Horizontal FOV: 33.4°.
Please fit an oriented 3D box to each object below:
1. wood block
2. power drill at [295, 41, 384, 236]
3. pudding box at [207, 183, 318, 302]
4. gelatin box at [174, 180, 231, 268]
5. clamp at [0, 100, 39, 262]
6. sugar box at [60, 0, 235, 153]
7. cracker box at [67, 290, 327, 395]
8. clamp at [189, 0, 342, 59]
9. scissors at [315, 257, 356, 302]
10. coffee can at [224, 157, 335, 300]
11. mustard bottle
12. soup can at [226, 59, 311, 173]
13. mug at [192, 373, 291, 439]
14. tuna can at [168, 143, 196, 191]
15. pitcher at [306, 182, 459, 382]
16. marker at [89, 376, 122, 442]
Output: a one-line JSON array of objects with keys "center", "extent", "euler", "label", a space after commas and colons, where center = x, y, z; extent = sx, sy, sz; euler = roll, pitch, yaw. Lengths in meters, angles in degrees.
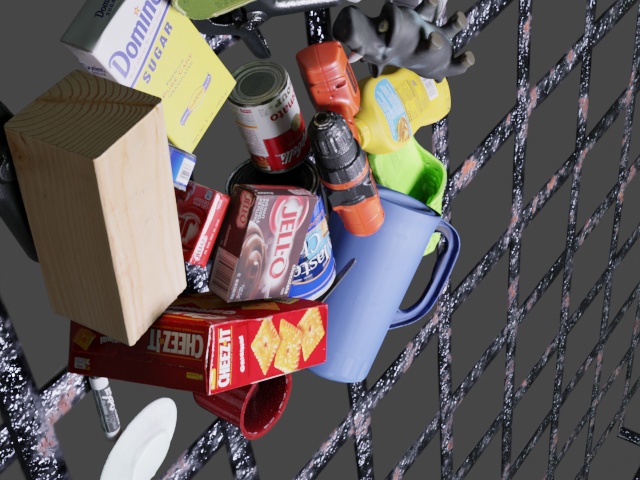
[{"center": [-0.180, -0.024, 0.885], "extent": [0.090, 0.091, 0.206], "euler": [-51, 152, -39], "label": "wood block"}, {"center": [0.016, -0.120, 1.130], "extent": [0.184, 0.057, 0.187], "euler": [67, 12, -53], "label": "power drill"}, {"center": [-0.057, 0.001, 1.045], "extent": [0.089, 0.039, 0.113], "euler": [-2, 116, -49], "label": "pudding box"}, {"center": [-0.137, -0.023, 1.016], "extent": [0.030, 0.089, 0.073], "euler": [21, 91, -60], "label": "gelatin box"}, {"center": [-0.251, -0.074, 0.848], "extent": [0.209, 0.036, 0.164], "euler": [25, 86, -65], "label": "clamp"}, {"center": [-0.148, -0.159, 0.951], "extent": [0.093, 0.048, 0.176], "euler": [-60, 151, -13], "label": "sugar box"}, {"center": [-0.113, 0.093, 1.044], "extent": [0.213, 0.164, 0.072], "euler": [-2, 95, -61], "label": "cracker box"}, {"center": [-0.059, -0.222, 1.008], "extent": [0.120, 0.039, 0.171], "euler": [-34, 162, 26], "label": "clamp"}, {"center": [-0.013, 0.077, 1.265], "extent": [0.202, 0.016, 0.096], "euler": [-55, -166, 23], "label": "scissors"}, {"center": [-0.042, -0.012, 1.167], "extent": [0.102, 0.103, 0.140], "euler": [-47, 144, -32], "label": "coffee can"}, {"center": [0.081, -0.159, 1.300], "extent": [0.191, 0.058, 0.096], "euler": [-39, 112, -39], "label": "mustard bottle"}, {"center": [-0.054, -0.128, 1.105], "extent": [0.068, 0.069, 0.102], "euler": [-52, 146, -25], "label": "soup can"}, {"center": [-0.087, 0.159, 1.230], "extent": [0.117, 0.082, 0.093], "euler": [-59, 149, -14], "label": "mug"}, {"center": [-0.155, -0.075, 0.955], "extent": [0.086, 0.086, 0.034], "euler": [23, 88, -61], "label": "tuna can"}, {"center": [0.058, 0.053, 1.336], "extent": [0.144, 0.149, 0.243], "euler": [4, 110, -56], "label": "pitcher"}, {"center": [-0.219, 0.157, 1.075], "extent": [0.020, 0.020, 0.121], "euler": [-42, 142, -37], "label": "marker"}]
